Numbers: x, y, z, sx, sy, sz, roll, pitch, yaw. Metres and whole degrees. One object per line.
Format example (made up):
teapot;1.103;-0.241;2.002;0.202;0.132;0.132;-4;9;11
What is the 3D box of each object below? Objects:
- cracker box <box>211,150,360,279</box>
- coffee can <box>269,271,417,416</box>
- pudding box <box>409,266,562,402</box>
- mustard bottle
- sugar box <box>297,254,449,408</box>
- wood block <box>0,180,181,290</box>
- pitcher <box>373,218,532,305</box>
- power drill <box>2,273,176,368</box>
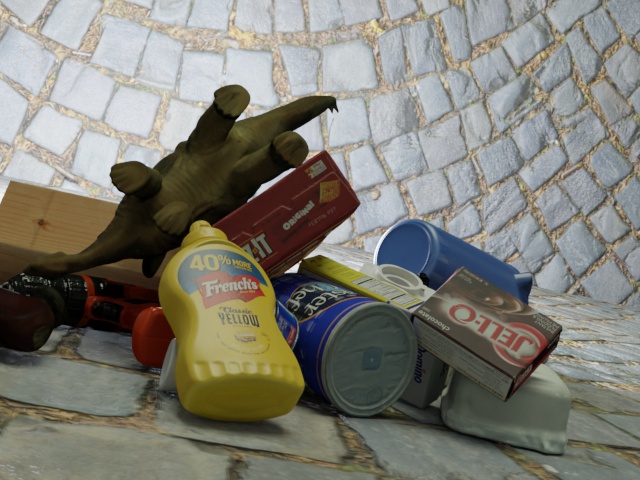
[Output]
cracker box;-0.057;0.001;1.078;0.072;0.164;0.214;55;-11;2
coffee can;0.006;0.092;0.984;0.102;0.103;0.141;10;4;-36
pudding box;0.148;0.083;0.969;0.114;0.039;0.089;30;43;24
mustard bottle;-0.081;0.055;0.865;0.096;0.058;0.192;5;42;-25
sugar box;0.049;0.088;1.072;0.176;0.093;0.048;23;23;28
wood block;-0.255;0.012;1.190;0.206;0.090;0.090;13;-36;0
pitcher;0.175;0.063;1.515;0.145;0.149;0.242;25;-2;44
power drill;-0.185;0.072;1.010;0.184;0.057;0.188;9;5;-41
